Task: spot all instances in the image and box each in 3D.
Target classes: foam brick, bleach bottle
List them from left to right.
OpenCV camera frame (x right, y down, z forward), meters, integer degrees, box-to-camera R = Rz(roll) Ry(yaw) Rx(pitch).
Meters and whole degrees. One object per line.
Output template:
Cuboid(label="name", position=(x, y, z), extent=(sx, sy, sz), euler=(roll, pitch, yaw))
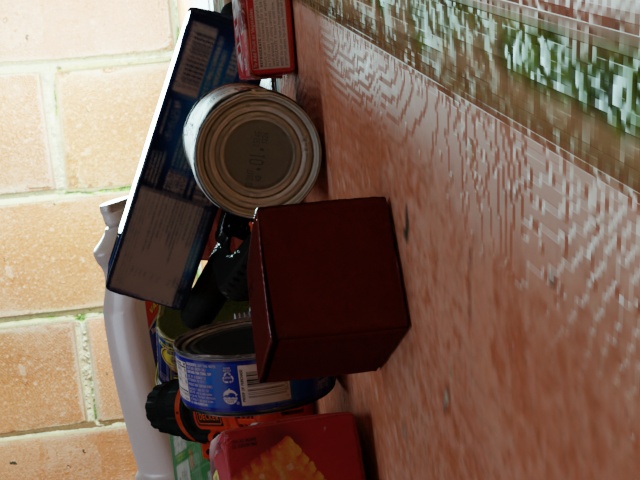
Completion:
Cuboid(label="bleach bottle", position=(-0.146, 0.087, 0.928), extent=(0.068, 0.102, 0.251), euler=(-6, 105, 43))
Cuboid(label="foam brick", position=(0.000, 0.021, 0.422), extent=(0.078, 0.051, 0.053), euler=(108, 156, -70))

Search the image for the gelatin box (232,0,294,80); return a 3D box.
Cuboid(label="gelatin box", position=(-0.037, -0.140, 0.635), extent=(0.073, 0.030, 0.089), euler=(-137, 42, -78))

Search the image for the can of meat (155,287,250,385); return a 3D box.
Cuboid(label="can of meat", position=(-0.081, 0.084, 0.855), extent=(0.084, 0.102, 0.057), euler=(98, 177, -51))

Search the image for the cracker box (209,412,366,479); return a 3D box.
Cuboid(label="cracker box", position=(-0.010, 0.198, 0.541), extent=(0.164, 0.072, 0.214), euler=(123, 140, -78))

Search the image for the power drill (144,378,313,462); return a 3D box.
Cuboid(label="power drill", position=(-0.063, 0.183, 0.742), extent=(0.185, 0.057, 0.187), euler=(-13, 84, 55))

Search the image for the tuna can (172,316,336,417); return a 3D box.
Cuboid(label="tuna can", position=(-0.035, 0.066, 0.572), extent=(0.086, 0.086, 0.034), euler=(-138, 41, -78))

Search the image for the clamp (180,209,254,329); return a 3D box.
Cuboid(label="clamp", position=(-0.055, 0.001, 0.725), extent=(0.210, 0.036, 0.164), euler=(-143, 70, -74))

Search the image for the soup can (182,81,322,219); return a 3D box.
Cuboid(label="soup can", position=(-0.039, -0.051, 0.583), extent=(0.102, 0.068, 0.068), euler=(-134, 39, -77))
